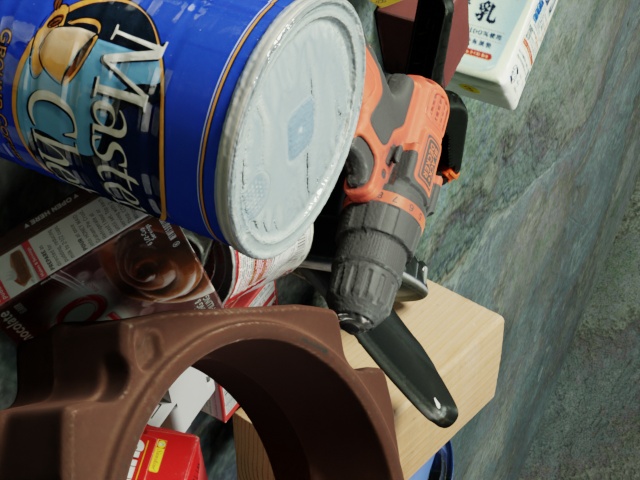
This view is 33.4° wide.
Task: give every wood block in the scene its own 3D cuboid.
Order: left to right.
[{"bbox_3d":[0.040,0.123,0.797,0.205,0.091,0.090,-35,139,-37],"label":"wood block"}]

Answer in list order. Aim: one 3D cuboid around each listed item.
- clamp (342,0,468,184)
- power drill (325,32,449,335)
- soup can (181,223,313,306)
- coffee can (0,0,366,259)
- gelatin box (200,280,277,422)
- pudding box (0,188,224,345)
[{"bbox_3d":[0.069,-0.091,0.793,0.165,0.036,0.209,-52,153,11],"label":"clamp"},{"bbox_3d":[0.009,-0.063,0.619,0.187,0.057,0.184,51,44,-43],"label":"power drill"},{"bbox_3d":[-0.054,0.001,0.616,0.102,0.069,0.068,-26,132,-62],"label":"soup can"},{"bbox_3d":[-0.067,-0.063,0.423,0.102,0.140,0.103,-50,152,-40],"label":"coffee can"},{"bbox_3d":[-0.059,0.067,0.718,0.073,0.030,0.089,-51,152,-37],"label":"gelatin box"},{"bbox_3d":[-0.103,0.023,0.505,0.090,0.039,0.113,-33,149,-8],"label":"pudding box"}]
